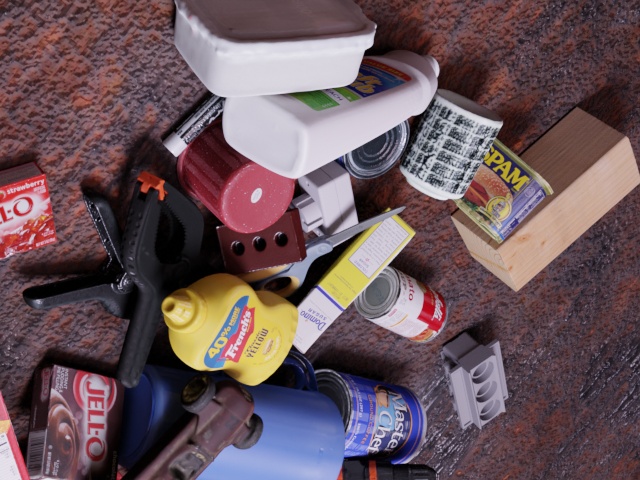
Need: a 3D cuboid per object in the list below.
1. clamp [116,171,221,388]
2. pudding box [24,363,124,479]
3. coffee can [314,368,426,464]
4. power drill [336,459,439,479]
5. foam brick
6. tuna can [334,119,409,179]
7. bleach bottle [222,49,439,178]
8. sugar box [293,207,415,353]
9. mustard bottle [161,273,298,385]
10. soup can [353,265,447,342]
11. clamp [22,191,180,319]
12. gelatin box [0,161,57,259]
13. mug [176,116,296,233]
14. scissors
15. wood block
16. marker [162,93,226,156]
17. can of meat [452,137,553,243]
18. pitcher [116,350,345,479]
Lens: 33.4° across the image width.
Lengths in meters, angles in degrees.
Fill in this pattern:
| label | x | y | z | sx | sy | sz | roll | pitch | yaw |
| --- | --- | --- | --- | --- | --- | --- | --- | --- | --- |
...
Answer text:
| label | x | y | z | sx | sy | sz | roll | pitch | yaw |
| --- | --- | --- | --- | --- | --- | --- | --- | --- | --- |
| clamp | -0.138 | 0.022 | 1.022 | 0.164 | 0.036 | 0.210 | -33 | 136 | -41 |
| pudding box | -0.242 | 0.186 | 1.056 | 0.089 | 0.039 | 0.113 | 22 | 63 | -44 |
| coffee can | 0.046 | 0.217 | 1.294 | 0.140 | 0.103 | 0.103 | 19 | 107 | -44 |
| power drill | 0.049 | 0.312 | 1.316 | 0.184 | 0.057 | 0.188 | -1 | 154 | 1 |
| foam brick | -0.057 | 0.001 | 1.062 | 0.078 | 0.051 | 0.053 | -12 | 94 | 7 |
| tuna can | 0.050 | -0.108 | 1.111 | 0.086 | 0.034 | 0.086 | -20 | 130 | -25 |
| bleach bottle | 0.027 | -0.137 | 1.017 | 0.250 | 0.103 | 0.068 | -30 | 143 | -44 |
| sugar box | 0.028 | 0.042 | 1.164 | 0.176 | 0.048 | 0.093 | -45 | 178 | 1 |
| mustard bottle | -0.095 | 0.082 | 1.040 | 0.096 | 0.058 | 0.191 | -58 | 150 | 1 |
| soup can | 0.094 | 0.074 | 1.252 | 0.102 | 0.069 | 0.068 | 28 | 101 | -45 |
| clamp | -0.191 | 0.022 | 1.019 | 0.171 | 0.039 | 0.120 | 17 | 108 | -51 |
| gelatin box | -0.279 | -0.021 | 0.927 | 0.089 | 0.030 | 0.073 | -20 | 130 | -25 |
| mug | -0.067 | -0.063 | 1.019 | 0.117 | 0.082 | 0.093 | -18 | 130 | -26 |
| scissors | 0.000 | 0.018 | 1.119 | 0.202 | 0.016 | 0.096 | -15 | 142 | 5 |
| wood block | 0.272 | -0.050 | 1.281 | 0.206 | 0.091 | 0.090 | -41 | 136 | -6 |
| marker | -0.098 | -0.127 | 0.995 | 0.121 | 0.020 | 0.020 | -45 | 136 | -2 |
| can of meat | 0.196 | -0.060 | 1.208 | 0.084 | 0.102 | 0.057 | -47 | 155 | 4 |
| pitcher | -0.101 | 0.198 | 1.156 | 0.242 | 0.149 | 0.145 | 20 | 116 | -36 |
